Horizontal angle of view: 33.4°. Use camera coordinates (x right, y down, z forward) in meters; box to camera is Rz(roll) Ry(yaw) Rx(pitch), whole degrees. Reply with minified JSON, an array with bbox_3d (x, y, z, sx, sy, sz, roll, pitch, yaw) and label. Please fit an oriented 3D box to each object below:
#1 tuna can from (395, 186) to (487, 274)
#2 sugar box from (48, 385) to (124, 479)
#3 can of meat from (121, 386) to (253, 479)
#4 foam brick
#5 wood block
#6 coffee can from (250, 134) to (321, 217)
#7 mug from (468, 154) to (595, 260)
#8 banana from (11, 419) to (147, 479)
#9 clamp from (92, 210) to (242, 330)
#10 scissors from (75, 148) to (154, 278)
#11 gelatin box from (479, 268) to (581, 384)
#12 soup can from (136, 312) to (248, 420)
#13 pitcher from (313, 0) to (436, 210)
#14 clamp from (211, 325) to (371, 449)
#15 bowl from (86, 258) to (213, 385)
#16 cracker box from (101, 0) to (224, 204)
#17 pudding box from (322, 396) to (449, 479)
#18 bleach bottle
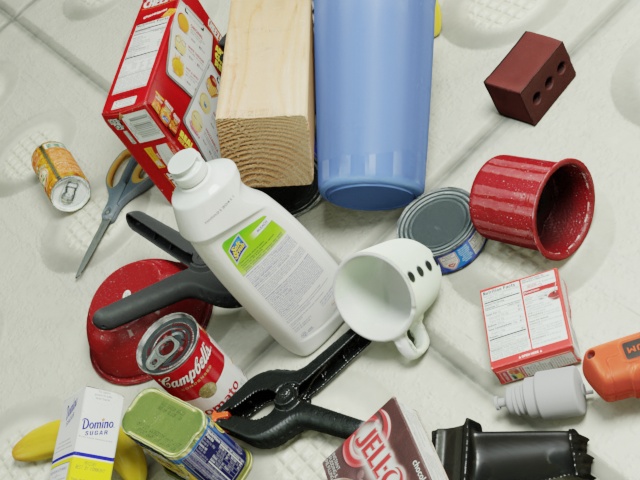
[{"bbox_3d":[0.119,-0.009,1.040,0.086,0.033,0.086,-18,45,19],"label":"tuna can"},{"bbox_3d":[-0.224,0.230,0.988,0.093,0.048,0.176,-32,45,60],"label":"sugar box"},{"bbox_3d":[-0.126,0.187,0.991,0.102,0.084,0.057,16,63,42],"label":"can of meat"},{"bbox_3d":[0.217,-0.167,1.102,0.051,0.053,0.078,26,71,45],"label":"foam brick"},{"bbox_3d":[-0.052,-0.156,1.101,0.090,0.091,0.206,-2,44,3],"label":"wood block"},{"bbox_3d":[-0.054,-0.106,1.190,0.103,0.102,0.140,-26,43,12],"label":"coffee can"},{"bbox_3d":[0.199,-0.038,0.983,0.117,0.093,0.082,-25,27,-36],"label":"mug"},{"bbox_3d":[-0.238,0.212,1.078,0.198,0.037,0.069,9,58,38],"label":"banana"},{"bbox_3d":[-0.126,0.023,1.121,0.210,0.036,0.164,-4,45,2],"label":"clamp"},{"bbox_3d":[-0.244,-0.042,1.323,0.096,0.016,0.201,-14,47,23],"label":"scissors"},{"bbox_3d":[0.182,0.074,0.928,0.073,0.030,0.089,-20,44,20],"label":"gelatin box"},{"bbox_3d":[-0.121,0.125,1.029,0.069,0.102,0.068,-18,45,19],"label":"soup can"},{"bbox_3d":[0.060,-0.156,1.111,0.145,0.149,0.243,138,135,-69],"label":"pitcher"},{"bbox_3d":[-0.019,0.155,0.984,0.172,0.039,0.120,-27,38,15],"label":"clamp"},{"bbox_3d":[-0.198,0.075,1.161,0.162,0.055,0.162,-18,46,19],"label":"bowl"},{"bbox_3d":[-0.172,-0.177,1.286,0.072,0.164,0.213,-10,49,24],"label":"cracker box"},{"bbox_3d":[0.055,0.197,0.873,0.090,0.039,0.113,-46,35,15],"label":"pudding box"},{"bbox_3d":[-0.056,0.001,0.985,0.102,0.250,0.068,-49,44,-13],"label":"bleach bottle"}]
